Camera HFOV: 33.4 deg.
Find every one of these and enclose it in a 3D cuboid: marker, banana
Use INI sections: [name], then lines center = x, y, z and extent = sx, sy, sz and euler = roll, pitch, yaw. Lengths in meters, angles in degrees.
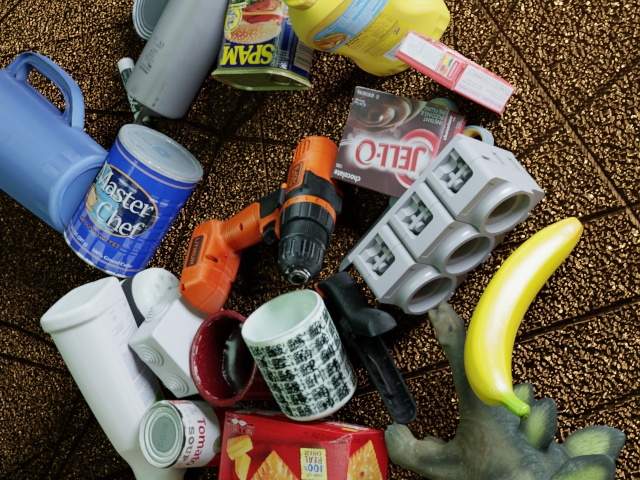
[marker]
center = -0.218, -0.165, 1.274
extent = 0.020, 0.020, 0.121
euler = -36, 62, 31
[banana]
center = 0.157, 0.059, 0.852
extent = 0.070, 0.037, 0.197
euler = 6, 53, 25

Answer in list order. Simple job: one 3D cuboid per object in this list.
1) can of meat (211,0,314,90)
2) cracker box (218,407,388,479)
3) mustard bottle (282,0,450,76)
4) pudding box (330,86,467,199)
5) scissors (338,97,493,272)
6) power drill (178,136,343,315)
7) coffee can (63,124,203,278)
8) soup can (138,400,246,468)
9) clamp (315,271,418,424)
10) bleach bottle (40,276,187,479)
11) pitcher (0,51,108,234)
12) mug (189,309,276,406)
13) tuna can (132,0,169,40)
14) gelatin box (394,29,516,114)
[can of meat]
center = -0.051, -0.194, 1.037
extent = 0.102, 0.057, 0.084
euler = 6, 84, 40
[cracker box]
center = -0.025, 0.274, 1.005
extent = 0.164, 0.071, 0.214
euler = 3, 86, 41
[mustard bottle]
center = 0.028, -0.208, 0.958
extent = 0.096, 0.191, 0.058
euler = -36, 61, 30
[pudding box]
center = 0.071, -0.086, 0.980
extent = 0.114, 0.039, 0.090
euler = 20, 96, 42
[scissors]
center = 0.075, -0.058, 1.010
extent = 0.202, 0.016, 0.096
euler = -35, 61, 31
[power drill]
center = -0.057, 0.001, 1.045
extent = 0.188, 0.057, 0.184
euler = -32, 31, 33
[coffee can]
center = -0.209, -0.044, 1.191
extent = 0.103, 0.102, 0.140
euler = 48, 113, 35
[soup can]
center = -0.124, 0.196, 1.082
extent = 0.069, 0.102, 0.068
euler = -8, 78, 39
[clamp]
center = 0.041, 0.089, 0.975
extent = 0.171, 0.039, 0.120
euler = -129, 25, -63
[bleach bottle]
center = -0.199, 0.169, 1.108
extent = 0.068, 0.102, 0.251
euler = -18, 104, 15
[pitcher]
center = -0.341, -0.114, 1.303
extent = 0.243, 0.144, 0.149
euler = 35, 146, 35
[mug]
center = -0.063, 0.109, 1.057
extent = 0.093, 0.081, 0.117
euler = 49, 114, 34
[tuna can]
center = -0.179, -0.272, 1.248
extent = 0.086, 0.033, 0.086
euler = -8, 78, 39
[gelatin box]
center = 0.120, -0.148, 0.937
extent = 0.073, 0.089, 0.030
euler = 39, 107, 37
